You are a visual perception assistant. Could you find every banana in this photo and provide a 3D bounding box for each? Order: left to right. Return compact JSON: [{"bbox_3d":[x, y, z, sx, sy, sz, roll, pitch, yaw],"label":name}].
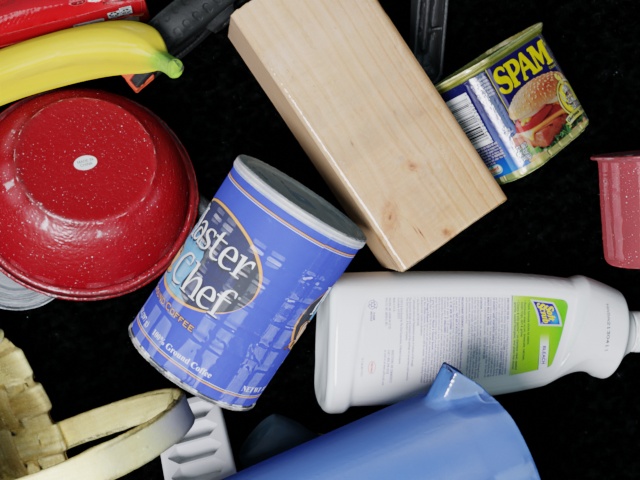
[{"bbox_3d":[-0.184,-0.112,0.701,0.198,0.069,0.037,-12,115,7],"label":"banana"}]

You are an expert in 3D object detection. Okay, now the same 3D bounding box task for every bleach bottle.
[{"bbox_3d":[0.124,0.074,0.779,0.250,0.068,0.102,2,96,-9],"label":"bleach bottle"}]

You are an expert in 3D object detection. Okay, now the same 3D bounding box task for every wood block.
[{"bbox_3d":[0.029,-0.089,0.751,0.090,0.091,0.206,-35,94,-5],"label":"wood block"}]

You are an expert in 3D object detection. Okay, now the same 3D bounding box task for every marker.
[{"bbox_3d":[-0.055,0.001,0.778,0.121,0.020,0.020,37,87,-5],"label":"marker"}]

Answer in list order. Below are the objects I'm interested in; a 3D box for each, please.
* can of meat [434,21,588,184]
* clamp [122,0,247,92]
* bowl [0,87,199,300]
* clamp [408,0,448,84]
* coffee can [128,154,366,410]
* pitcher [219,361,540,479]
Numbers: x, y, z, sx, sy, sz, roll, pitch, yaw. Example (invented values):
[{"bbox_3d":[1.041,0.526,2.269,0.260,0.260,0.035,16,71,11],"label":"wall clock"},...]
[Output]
[{"bbox_3d":[0.138,-0.096,0.765,0.101,0.058,0.084,-36,98,-39],"label":"can of meat"},{"bbox_3d":[-0.072,-0.168,0.728,0.171,0.120,0.039,-43,88,-1],"label":"clamp"},{"bbox_3d":[-0.159,-0.044,0.719,0.162,0.055,0.162,5,68,-13],"label":"bowl"},{"bbox_3d":[0.082,-0.225,0.750,0.036,0.165,0.210,-3,63,-24],"label":"clamp"},{"bbox_3d":[-0.049,0.028,0.720,0.103,0.103,0.140,33,99,-6],"label":"coffee can"},{"bbox_3d":[0.015,0.195,0.680,0.242,0.145,0.149,-18,63,-14],"label":"pitcher"}]
